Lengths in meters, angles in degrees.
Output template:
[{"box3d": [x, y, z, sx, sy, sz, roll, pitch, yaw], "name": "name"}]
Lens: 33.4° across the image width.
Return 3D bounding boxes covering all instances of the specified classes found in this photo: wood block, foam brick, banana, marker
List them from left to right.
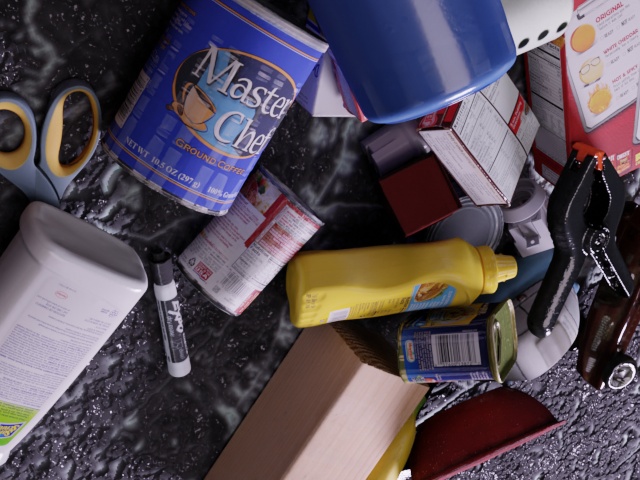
[{"box3d": [-0.122, 0.059, 0.864, 0.020, 0.020, 0.121, -18, 125, -20], "name": "marker"}, {"box3d": [-0.008, 0.178, 0.956, 0.090, 0.091, 0.206, 25, 104, -38], "name": "wood block"}, {"box3d": [0.049, 0.235, 0.997, 0.069, 0.037, 0.198, -10, 130, -54], "name": "banana"}, {"box3d": [0.078, -0.035, 0.873, 0.051, 0.078, 0.053, -27, 86, -1], "name": "foam brick"}]

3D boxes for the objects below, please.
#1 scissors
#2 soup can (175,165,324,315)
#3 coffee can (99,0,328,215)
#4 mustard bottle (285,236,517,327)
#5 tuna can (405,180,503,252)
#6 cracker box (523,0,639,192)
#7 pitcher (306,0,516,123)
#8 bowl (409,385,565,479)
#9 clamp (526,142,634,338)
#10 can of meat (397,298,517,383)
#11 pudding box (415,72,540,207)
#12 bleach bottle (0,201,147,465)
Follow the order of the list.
[{"box3d": [-0.214, -0.024, 0.763, 0.096, 0.016, 0.202, 10, 113, -32], "name": "scissors"}, {"box3d": [-0.055, 0.001, 0.836, 0.102, 0.069, 0.068, -47, 130, 4], "name": "soup can"}, {"box3d": [-0.074, -0.103, 0.739, 0.102, 0.103, 0.140, 23, 105, -38], "name": "coffee can"}, {"box3d": [0.070, 0.032, 0.888, 0.191, 0.058, 0.096, -6, 159, -8], "name": "mustard bottle"}, {"box3d": [0.119, -0.009, 0.953, 0.086, 0.034, 0.086, -14, 124, -23], "name": "tuna can"}, {"box3d": [0.257, -0.165, 0.915, 0.164, 0.072, 0.213, -25, 127, -15], "name": "cracker box"}, {"box3d": [0.042, -0.205, 0.663, 0.144, 0.149, 0.243, -30, 105, -21], "name": "pitcher"}, {"box3d": [0.144, 0.179, 0.997, 0.162, 0.055, 0.162, -22, 165, -7], "name": "bowl"}, {"box3d": [0.236, -0.003, 0.926, 0.120, 0.039, 0.171, -15, 121, -37], "name": "clamp"}, {"box3d": [0.117, 0.086, 0.910, 0.084, 0.102, 0.057, -5, 97, 20], "name": "can of meat"}, {"box3d": [0.132, -0.094, 0.882, 0.113, 0.039, 0.090, 44, 61, -38], "name": "pudding box"}, {"box3d": [-0.237, 0.094, 0.782, 0.102, 0.068, 0.251, 29, 109, -36], "name": "bleach bottle"}]
